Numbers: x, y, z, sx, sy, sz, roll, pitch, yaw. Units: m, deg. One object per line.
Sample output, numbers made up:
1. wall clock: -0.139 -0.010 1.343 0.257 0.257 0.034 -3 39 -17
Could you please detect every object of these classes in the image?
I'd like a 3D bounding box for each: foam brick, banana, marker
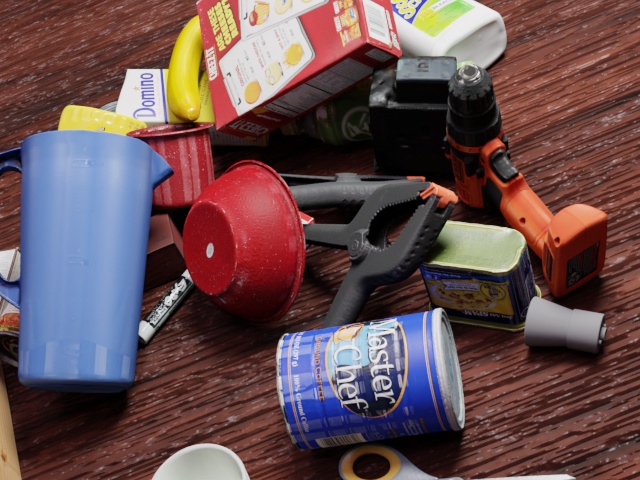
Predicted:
1. foam brick: -0.183 0.015 1.125 0.078 0.051 0.053 -22 47 2
2. banana: -0.148 -0.195 1.206 0.070 0.037 0.197 -46 30 46
3. marker: -0.148 0.055 1.098 0.020 0.020 0.121 21 60 34

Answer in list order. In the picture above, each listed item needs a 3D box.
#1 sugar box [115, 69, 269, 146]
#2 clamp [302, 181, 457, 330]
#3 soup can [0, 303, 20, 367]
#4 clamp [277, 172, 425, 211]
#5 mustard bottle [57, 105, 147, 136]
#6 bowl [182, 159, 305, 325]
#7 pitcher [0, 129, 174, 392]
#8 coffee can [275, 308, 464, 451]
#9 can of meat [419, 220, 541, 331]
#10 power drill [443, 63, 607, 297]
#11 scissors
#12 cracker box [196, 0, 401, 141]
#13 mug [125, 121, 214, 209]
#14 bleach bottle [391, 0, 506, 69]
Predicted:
1. sugar box: -0.145 -0.156 1.243 0.176 0.048 0.093 2 50 3
2. clamp: 0.042 0.020 0.969 0.210 0.036 0.164 -32 51 41
3. soup can: -0.290 0.075 1.102 0.069 0.068 0.102 2 50 22
4. clamp: 0.018 -0.051 1.089 0.171 0.039 0.120 -1 17 -17
5. mustard bottle: -0.254 -0.046 1.168 0.096 0.058 0.191 12 81 -8
6. bowl: -0.085 0.005 1.021 0.055 0.162 0.162 -7 32 -39
7. pitcher: -0.240 0.022 1.030 0.149 0.144 0.243 -8 75 36
8. coffee can: 0.044 0.119 0.908 0.140 0.102 0.103 -10 47 13
9. can of meat: 0.141 0.031 0.962 0.102 0.084 0.057 7 53 27
10. power drill: 0.180 -0.053 0.967 0.057 0.184 0.188 -31 56 -7
11. scissors: 0.099 0.192 0.881 0.202 0.016 0.096 -19 46 4
12. cracker box: -0.026 -0.223 1.129 0.214 0.072 0.164 -25 65 35
13. mug: -0.168 -0.078 1.140 0.117 0.081 0.093 -8 13 -8
14. bleach bottle: 0.102 -0.267 1.262 0.102 0.068 0.251 -36 45 -14
